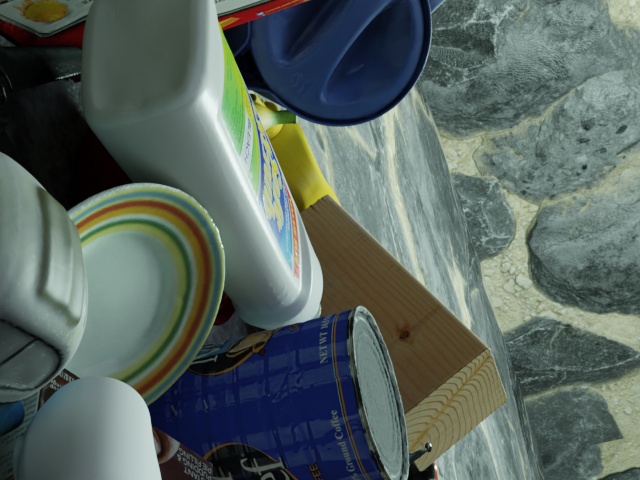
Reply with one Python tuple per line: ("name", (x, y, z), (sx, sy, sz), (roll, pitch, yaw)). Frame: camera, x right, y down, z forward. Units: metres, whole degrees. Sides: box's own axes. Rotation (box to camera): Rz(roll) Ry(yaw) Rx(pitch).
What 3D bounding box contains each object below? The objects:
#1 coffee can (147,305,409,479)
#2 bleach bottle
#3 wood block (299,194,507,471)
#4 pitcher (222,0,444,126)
("coffee can", (-0.031, 0.103, 0.604), (0.102, 0.140, 0.103), (-15, 90, -77))
("bleach bottle", (-0.049, -0.027, 0.604), (0.250, 0.068, 0.102), (62, 19, -53))
("wood block", (0.041, 0.068, 0.849), (0.206, 0.090, 0.090), (46, -11, 38))
("pitcher", (-0.010, -0.171, 0.834), (0.145, 0.149, 0.243), (-70, -159, 6))
